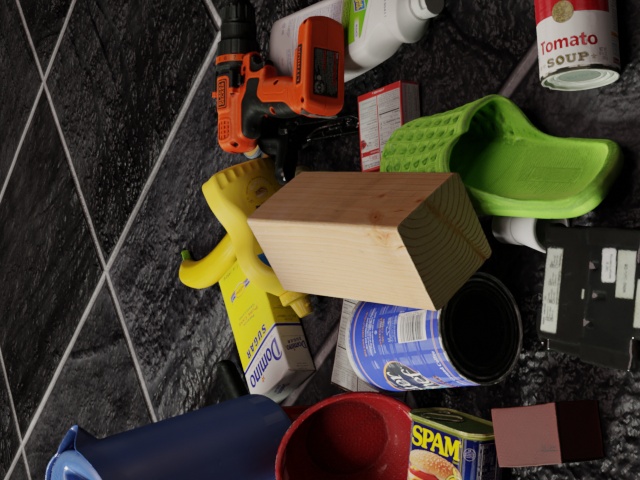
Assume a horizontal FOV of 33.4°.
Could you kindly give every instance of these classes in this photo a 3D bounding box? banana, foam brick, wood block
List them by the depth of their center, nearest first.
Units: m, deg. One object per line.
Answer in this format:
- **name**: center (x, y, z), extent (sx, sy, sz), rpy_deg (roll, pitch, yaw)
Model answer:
- **foam brick**: center (0.194, 0.166, 0.917), extent (0.078, 0.051, 0.053), rpy_deg (-19, 72, 54)
- **wood block**: center (0.041, -0.005, 0.987), extent (0.207, 0.090, 0.091), rpy_deg (4, 128, 49)
- **banana**: center (-0.147, 0.025, 1.439), extent (0.198, 0.037, 0.069), rpy_deg (-22, 70, 53)

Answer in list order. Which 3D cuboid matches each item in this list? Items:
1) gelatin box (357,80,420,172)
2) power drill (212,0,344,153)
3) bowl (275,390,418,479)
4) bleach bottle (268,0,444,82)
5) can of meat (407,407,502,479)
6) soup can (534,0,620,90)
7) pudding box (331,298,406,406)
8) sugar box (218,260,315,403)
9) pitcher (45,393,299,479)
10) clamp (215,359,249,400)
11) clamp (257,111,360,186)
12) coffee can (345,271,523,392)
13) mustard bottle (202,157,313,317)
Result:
- **gelatin box**: center (0.075, -0.118, 1.136), extent (0.073, 0.030, 0.089), rpy_deg (-13, 78, 54)
- **power drill**: center (-0.052, -0.196, 1.192), extent (0.188, 0.057, 0.184), rpy_deg (-3, 87, 52)
- **bowl**: center (0.031, 0.214, 1.080), extent (0.055, 0.162, 0.162), rpy_deg (-114, 38, -69)
- **bleach bottle**: center (0.039, -0.224, 1.172), extent (0.251, 0.067, 0.102), rpy_deg (-7, 82, 53)
- **can of meat**: center (0.127, 0.210, 1.007), extent (0.102, 0.057, 0.084), rpy_deg (9, 97, 55)
- **soup can**: center (0.216, -0.185, 0.903), extent (0.069, 0.068, 0.102), rpy_deg (-13, 77, 55)
- **pudding box**: center (0.056, 0.111, 1.135), extent (0.090, 0.039, 0.113), rpy_deg (17, 99, 55)
- **sugar box**: center (-0.069, 0.103, 1.310), extent (0.093, 0.048, 0.176), rpy_deg (-48, 49, 42)
- **pitcher**: center (-0.137, 0.247, 1.067), extent (0.145, 0.242, 0.149), rpy_deg (37, 125, 35)
- **clamp**: center (-0.084, 0.240, 1.326), extent (0.210, 0.036, 0.164), rpy_deg (4, 91, 54)
- **clamp**: center (-0.034, -0.116, 1.241), extent (0.172, 0.120, 0.039), rpy_deg (20, 143, 57)
- **coffee can**: center (0.105, 0.089, 1.008), extent (0.141, 0.102, 0.103), rpy_deg (-16, 74, 54)
- **mustard bottle**: center (-0.058, 0.001, 1.250), extent (0.058, 0.096, 0.191), rpy_deg (-34, 80, 49)
